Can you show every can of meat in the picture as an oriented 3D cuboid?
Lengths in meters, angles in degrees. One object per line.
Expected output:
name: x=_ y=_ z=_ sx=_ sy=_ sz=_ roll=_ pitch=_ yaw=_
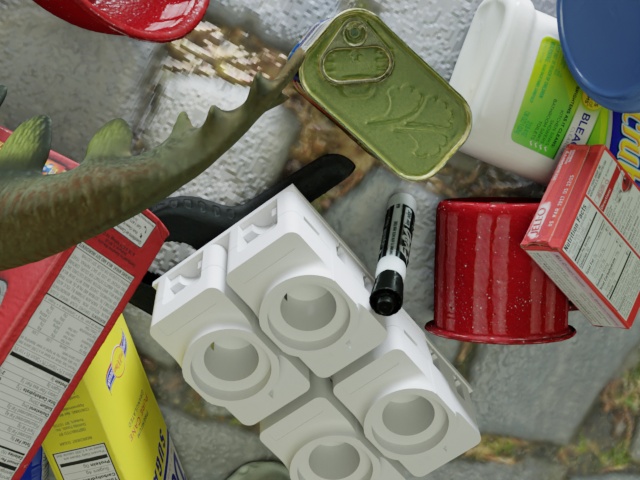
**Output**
can of meat: x=0.030 y=-0.086 z=0.626 sx=0.102 sy=0.084 sz=0.057 roll=40 pitch=92 yaw=-14

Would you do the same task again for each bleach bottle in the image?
bleach bottle: x=0.205 y=-0.066 z=0.671 sx=0.250 sy=0.068 sz=0.102 roll=17 pitch=97 yaw=-14

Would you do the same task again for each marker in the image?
marker: x=0.044 y=0.007 z=0.629 sx=0.020 sy=0.121 sz=0.020 roll=4 pitch=120 yaw=7

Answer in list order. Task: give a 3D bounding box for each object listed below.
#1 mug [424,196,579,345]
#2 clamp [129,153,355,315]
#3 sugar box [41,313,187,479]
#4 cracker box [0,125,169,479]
mug: x=0.123 y=0.016 z=0.658 sx=0.117 sy=0.093 sz=0.081 roll=0 pitch=96 yaw=-3
clamp: x=-0.054 y=0.001 z=0.651 sx=0.171 sy=0.039 sz=0.120 roll=4 pitch=100 yaw=-10
sugar box: x=-0.121 y=0.116 z=0.620 sx=0.048 sy=0.093 sz=0.176 roll=-16 pitch=111 yaw=9
cracker box: x=-0.197 y=0.045 z=0.531 sx=0.213 sy=0.164 sz=0.072 roll=-60 pitch=147 yaw=-9
